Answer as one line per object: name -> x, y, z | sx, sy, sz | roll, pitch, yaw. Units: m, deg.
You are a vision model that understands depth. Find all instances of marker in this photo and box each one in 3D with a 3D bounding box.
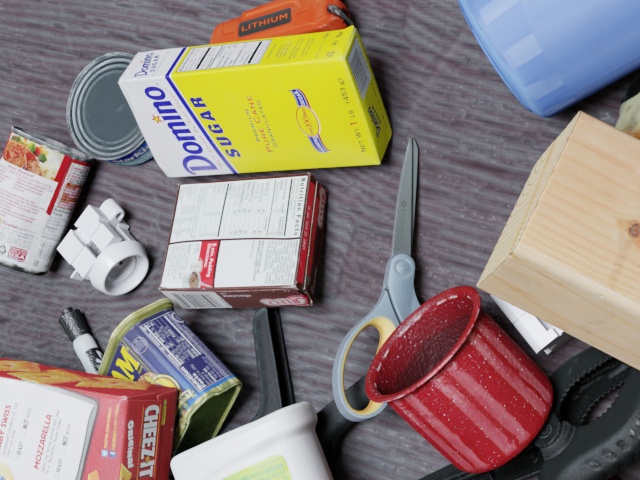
marker -> -0.172, 0.103, 0.828 | 0.020, 0.020, 0.121 | -37, 70, 15

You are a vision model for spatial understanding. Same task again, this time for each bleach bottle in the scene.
bleach bottle -> -0.005, 0.237, 0.678 | 0.103, 0.068, 0.251 | -26, 80, 12

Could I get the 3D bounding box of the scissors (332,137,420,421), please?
scissors -> 0.069, 0.034, 0.727 | 0.096, 0.016, 0.201 | 26, 71, -8

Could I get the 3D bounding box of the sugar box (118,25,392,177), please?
sugar box -> -0.047, -0.094, 0.758 | 0.176, 0.093, 0.048 | -4, 41, 23

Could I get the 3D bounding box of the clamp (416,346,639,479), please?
clamp -> 0.145, 0.132, 0.636 | 0.210, 0.165, 0.036 | -44, 112, 5

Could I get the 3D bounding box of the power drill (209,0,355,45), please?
power drill -> -0.053, -0.223, 0.797 | 0.185, 0.057, 0.187 | -11, 79, 21

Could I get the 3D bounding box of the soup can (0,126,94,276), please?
soup can -> -0.230, -0.031, 0.846 | 0.069, 0.068, 0.102 | 24, 94, 25

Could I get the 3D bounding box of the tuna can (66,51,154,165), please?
tuna can -> -0.155, -0.102, 0.840 | 0.086, 0.033, 0.086 | -3, 82, 23

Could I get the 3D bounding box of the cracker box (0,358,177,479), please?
cracker box -> -0.208, 0.168, 0.730 | 0.214, 0.072, 0.164 | 5, 90, 26

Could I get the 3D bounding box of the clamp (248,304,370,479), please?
clamp -> -0.009, 0.135, 0.742 | 0.120, 0.039, 0.171 | 8, 84, 30

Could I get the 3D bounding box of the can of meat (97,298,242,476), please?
can of meat -> -0.111, 0.107, 0.766 | 0.084, 0.057, 0.102 | 44, 132, 19

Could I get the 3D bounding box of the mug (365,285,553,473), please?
mug -> 0.090, 0.083, 0.669 | 0.093, 0.117, 0.081 | -38, 106, 27

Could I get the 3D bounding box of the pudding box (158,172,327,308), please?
pudding box -> -0.055, 0.001, 0.770 | 0.114, 0.039, 0.090 | -2, 65, 22
